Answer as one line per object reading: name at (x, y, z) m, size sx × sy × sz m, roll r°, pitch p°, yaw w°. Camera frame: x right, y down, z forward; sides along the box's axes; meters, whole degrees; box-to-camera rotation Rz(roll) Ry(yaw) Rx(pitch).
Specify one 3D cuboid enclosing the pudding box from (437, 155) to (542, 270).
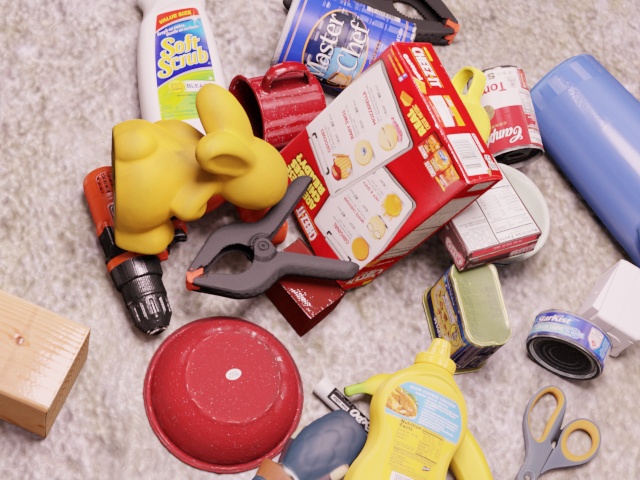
pudding box at (0.162, -0.030, 1.107) m, size 0.089 × 0.039 × 0.113 m, roll -14°, pitch 60°, yaw -21°

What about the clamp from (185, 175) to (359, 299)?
clamp at (-0.057, 0.001, 1.062) m, size 0.171 × 0.039 × 0.120 m, roll -12°, pitch 63°, yaw -16°

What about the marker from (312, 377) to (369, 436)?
marker at (0.042, 0.185, 1.072) m, size 0.121 × 0.020 × 0.020 m, roll 43°, pitch 63°, yaw 7°

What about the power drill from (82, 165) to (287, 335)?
power drill at (-0.132, -0.009, 1.095) m, size 0.187 × 0.057 × 0.184 m, roll -16°, pitch 74°, yaw -22°

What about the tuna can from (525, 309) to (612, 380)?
tuna can at (0.261, 0.111, 1.125) m, size 0.086 × 0.086 × 0.033 m, roll 30°, pitch 63°, yaw 0°

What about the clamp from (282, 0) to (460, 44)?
clamp at (0.066, -0.290, 1.287) m, size 0.210 × 0.036 × 0.164 m, roll 33°, pitch 62°, yaw 2°

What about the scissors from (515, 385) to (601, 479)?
scissors at (0.230, 0.245, 1.095) m, size 0.096 × 0.016 × 0.201 m, roll 24°, pitch 62°, yaw -3°

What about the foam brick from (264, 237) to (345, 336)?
foam brick at (-0.021, 0.048, 1.100) m, size 0.051 × 0.053 × 0.078 m, roll -35°, pitch 79°, yaw -25°

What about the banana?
banana at (0.114, 0.196, 1.077) m, size 0.198 × 0.037 × 0.069 m, roll 41°, pitch 69°, yaw 6°

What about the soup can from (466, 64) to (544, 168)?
soup can at (0.207, -0.138, 1.203) m, size 0.068 × 0.069 × 0.102 m, roll -5°, pitch 73°, yaw -17°

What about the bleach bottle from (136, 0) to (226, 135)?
bleach bottle at (-0.163, -0.200, 1.174) m, size 0.102 × 0.068 × 0.251 m, roll -7°, pitch 65°, yaw -18°

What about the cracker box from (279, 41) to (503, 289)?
cracker box at (0.063, -0.073, 1.086) m, size 0.071 × 0.214 × 0.164 m, roll -9°, pitch 66°, yaw -45°

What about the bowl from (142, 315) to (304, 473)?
bowl at (-0.089, 0.141, 1.039) m, size 0.162 × 0.055 × 0.162 m, roll 6°, pitch 64°, yaw -12°

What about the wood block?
wood block at (-0.327, 0.091, 0.981) m, size 0.206 × 0.090 × 0.090 m, roll 24°, pitch 61°, yaw -2°

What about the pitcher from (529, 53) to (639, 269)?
pitcher at (0.349, -0.096, 1.229) m, size 0.145 × 0.149 × 0.243 m, roll -37°, pitch 75°, yaw -2°

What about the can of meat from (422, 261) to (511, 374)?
can of meat at (0.153, 0.078, 1.113) m, size 0.057 × 0.084 × 0.102 m, roll -5°, pitch 67°, yaw -17°

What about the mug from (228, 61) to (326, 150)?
mug at (-0.043, -0.148, 1.152) m, size 0.081 × 0.117 × 0.093 m, roll -15°, pitch 55°, yaw -25°

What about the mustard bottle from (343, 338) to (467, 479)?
mustard bottle at (0.090, 0.181, 1.022) m, size 0.096 × 0.058 × 0.191 m, roll 25°, pitch 65°, yaw -8°

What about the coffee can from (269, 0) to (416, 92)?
coffee can at (0.025, -0.221, 1.208) m, size 0.140 × 0.103 × 0.102 m, roll 20°, pitch 62°, yaw -5°
